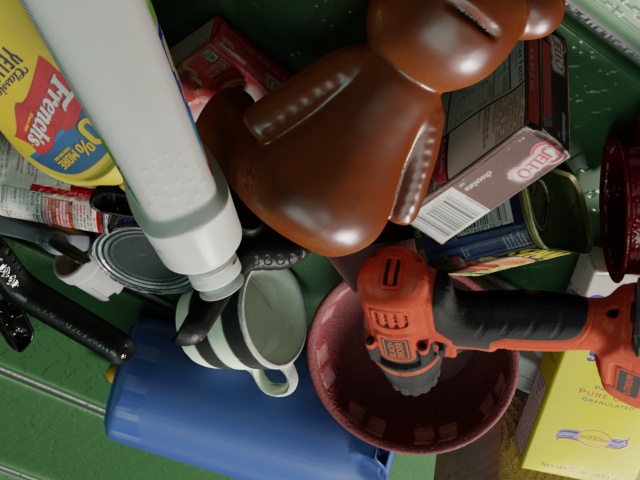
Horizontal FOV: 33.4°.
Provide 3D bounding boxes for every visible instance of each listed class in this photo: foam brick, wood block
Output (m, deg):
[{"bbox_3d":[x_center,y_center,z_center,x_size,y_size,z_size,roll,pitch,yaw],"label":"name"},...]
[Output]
[{"bbox_3d":[0.049,-0.003,0.752,0.078,0.053,0.051,-12,139,24],"label":"foam brick"},{"bbox_3d":[0.169,0.209,0.941,0.090,0.090,0.206,11,158,-6],"label":"wood block"}]

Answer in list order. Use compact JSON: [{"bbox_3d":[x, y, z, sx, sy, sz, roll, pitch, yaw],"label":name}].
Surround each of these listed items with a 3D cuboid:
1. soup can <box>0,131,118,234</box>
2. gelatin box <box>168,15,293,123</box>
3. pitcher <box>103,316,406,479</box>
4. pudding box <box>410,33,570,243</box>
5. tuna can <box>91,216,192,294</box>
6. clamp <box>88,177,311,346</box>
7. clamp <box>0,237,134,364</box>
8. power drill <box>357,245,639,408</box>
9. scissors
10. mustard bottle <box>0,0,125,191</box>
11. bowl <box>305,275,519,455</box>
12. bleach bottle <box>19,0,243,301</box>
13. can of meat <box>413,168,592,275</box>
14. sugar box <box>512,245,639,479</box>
[{"bbox_3d":[-0.188,-0.045,0.726,0.102,0.068,0.068,10,143,-2],"label":"soup can"},{"bbox_3d":[-0.069,-0.092,0.673,0.089,0.030,0.073,-25,132,37],"label":"gelatin box"},{"bbox_3d":[-0.055,0.146,0.922,0.242,0.145,0.149,15,131,-4],"label":"pitcher"},{"bbox_3d":[0.097,-0.063,0.632,0.039,0.090,0.114,29,139,-24],"label":"pudding box"},{"bbox_3d":[-0.127,0.003,0.808,0.086,0.033,0.086,5,143,4],"label":"tuna can"},{"bbox_3d":[-0.055,0.001,0.703,0.171,0.120,0.039,-14,163,-30],"label":"clamp"},{"bbox_3d":[-0.264,0.032,0.855,0.165,0.036,0.209,-9,134,48],"label":"clamp"},{"bbox_3d":[0.121,0.067,0.698,0.188,0.057,0.184,4,155,12],"label":"power drill"},{"bbox_3d":[-0.199,-0.004,0.728,0.096,0.016,0.202,14,-179,-10],"label":"scissors"},{"bbox_3d":[-0.156,-0.088,0.636,0.191,0.058,0.096,41,120,-19],"label":"mustard bottle"},{"bbox_3d":[0.073,0.082,0.824,0.162,0.055,0.162,4,108,12],"label":"bowl"},{"bbox_3d":[-0.102,-0.079,0.571,0.068,0.103,0.251,-25,118,-5],"label":"bleach bottle"},{"bbox_3d":[0.119,-0.011,0.702,0.084,0.057,0.101,-16,168,32],"label":"can of meat"},{"bbox_3d":[0.215,0.096,0.796,0.093,0.048,0.176,11,116,-5],"label":"sugar box"}]
